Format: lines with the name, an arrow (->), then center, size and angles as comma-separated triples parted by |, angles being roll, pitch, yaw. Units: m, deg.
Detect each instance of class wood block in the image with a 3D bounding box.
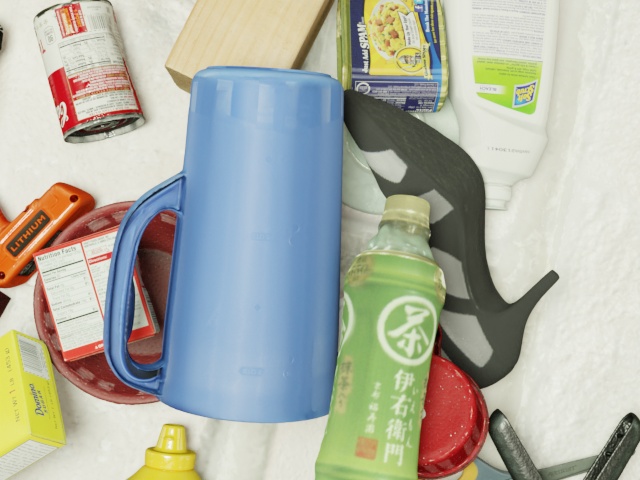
wood block -> -0.036, -0.204, 0.858 | 0.090, 0.091, 0.206 | 26, 88, 1

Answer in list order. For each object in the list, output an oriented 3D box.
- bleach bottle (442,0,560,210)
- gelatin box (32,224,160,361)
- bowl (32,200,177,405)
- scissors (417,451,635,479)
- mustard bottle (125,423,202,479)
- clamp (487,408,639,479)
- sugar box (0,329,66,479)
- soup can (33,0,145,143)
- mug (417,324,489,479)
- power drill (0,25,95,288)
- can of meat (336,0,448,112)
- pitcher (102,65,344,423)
bleach bottle -> 0.140, -0.151, 0.871 | 0.102, 0.068, 0.251 | 5, 89, 1
gelatin box -> -0.171, 0.040, 0.820 | 0.073, 0.030, 0.089 | -17, 87, 0
bowl -> -0.146, 0.050, 0.863 | 0.162, 0.055, 0.162 | 0, 87, 0
scissors -> 0.154, 0.180, 0.855 | 0.201, 0.016, 0.096 | -27, 110, -7
mustard bottle -> -0.128, 0.243, 0.852 | 0.096, 0.058, 0.191 | 6, 87, 5
clamp -> 0.198, 0.210, 0.827 | 0.120, 0.039, 0.171 | -7, 89, 2
sugar box -> -0.280, 0.151, 0.819 | 0.176, 0.048, 0.093 | -31, 56, 15
soup can -> -0.188, -0.137, 0.866 | 0.068, 0.068, 0.102 | -16, 87, -1
mug -> 0.079, 0.117, 0.797 | 0.093, 0.081, 0.117 | 6, 76, 12
power drill -> -0.277, -0.068, 0.869 | 0.187, 0.057, 0.184 | 42, 91, 5
can of meat -> 0.056, -0.151, 0.862 | 0.084, 0.057, 0.102 | 0, 64, -2
pitcher -> -0.055, 0.001, 0.759 | 0.145, 0.149, 0.243 | 7, 96, 29
